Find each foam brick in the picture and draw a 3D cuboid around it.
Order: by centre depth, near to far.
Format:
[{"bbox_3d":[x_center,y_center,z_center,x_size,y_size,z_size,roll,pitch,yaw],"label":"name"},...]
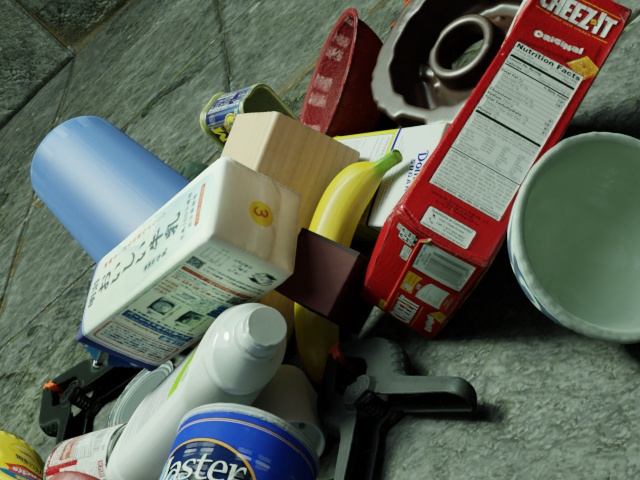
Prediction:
[{"bbox_3d":[0.008,0.031,0.793,0.053,0.078,0.051,24,84,24],"label":"foam brick"}]

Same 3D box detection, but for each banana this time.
[{"bbox_3d":[0.010,0.017,0.862,0.070,0.037,0.198,0,71,62],"label":"banana"}]

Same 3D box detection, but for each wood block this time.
[{"bbox_3d":[-0.055,0.001,0.920,0.091,0.090,0.206,10,78,62],"label":"wood block"}]

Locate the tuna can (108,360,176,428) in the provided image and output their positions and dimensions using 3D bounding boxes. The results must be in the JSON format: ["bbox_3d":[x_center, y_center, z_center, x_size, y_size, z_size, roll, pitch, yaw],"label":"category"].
[{"bbox_3d":[-0.155,0.154,0.986,0.086,0.033,0.086,-37,26,21],"label":"tuna can"}]

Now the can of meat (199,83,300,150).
[{"bbox_3d":[-0.072,-0.125,1.201,0.084,0.102,0.057,-6,45,53],"label":"can of meat"}]

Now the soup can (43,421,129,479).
[{"bbox_3d":[-0.185,0.197,0.926,0.102,0.068,0.068,-23,33,42],"label":"soup can"}]

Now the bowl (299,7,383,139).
[{"bbox_3d":[0.028,-0.144,1.052,0.162,0.055,0.162,-163,90,-77],"label":"bowl"}]

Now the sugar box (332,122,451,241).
[{"bbox_3d":[0.055,-0.047,0.918,0.177,0.048,0.093,5,72,57],"label":"sugar box"}]

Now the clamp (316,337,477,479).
[{"bbox_3d":[0.031,0.121,0.728,0.120,0.039,0.172,-44,19,-6],"label":"clamp"}]

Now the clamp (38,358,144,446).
[{"bbox_3d":[-0.252,0.175,1.109,0.210,0.036,0.164,-11,42,56],"label":"clamp"}]

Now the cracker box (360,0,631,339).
[{"bbox_3d":[0.115,-0.054,0.734,0.213,0.072,0.164,-57,-7,-20],"label":"cracker box"}]

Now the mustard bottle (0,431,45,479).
[{"bbox_3d":[-0.279,0.238,0.983,0.058,0.096,0.192,-50,24,-8],"label":"mustard bottle"}]

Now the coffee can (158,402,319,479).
[{"bbox_3d":[-0.066,0.192,0.696,0.103,0.102,0.140,-27,31,38],"label":"coffee can"}]

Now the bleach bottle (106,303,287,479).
[{"bbox_3d":[-0.086,0.118,0.789,0.251,0.068,0.102,-49,14,54],"label":"bleach bottle"}]

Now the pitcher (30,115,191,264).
[{"bbox_3d":[-0.183,-0.014,1.060,0.243,0.144,0.149,39,89,33],"label":"pitcher"}]
